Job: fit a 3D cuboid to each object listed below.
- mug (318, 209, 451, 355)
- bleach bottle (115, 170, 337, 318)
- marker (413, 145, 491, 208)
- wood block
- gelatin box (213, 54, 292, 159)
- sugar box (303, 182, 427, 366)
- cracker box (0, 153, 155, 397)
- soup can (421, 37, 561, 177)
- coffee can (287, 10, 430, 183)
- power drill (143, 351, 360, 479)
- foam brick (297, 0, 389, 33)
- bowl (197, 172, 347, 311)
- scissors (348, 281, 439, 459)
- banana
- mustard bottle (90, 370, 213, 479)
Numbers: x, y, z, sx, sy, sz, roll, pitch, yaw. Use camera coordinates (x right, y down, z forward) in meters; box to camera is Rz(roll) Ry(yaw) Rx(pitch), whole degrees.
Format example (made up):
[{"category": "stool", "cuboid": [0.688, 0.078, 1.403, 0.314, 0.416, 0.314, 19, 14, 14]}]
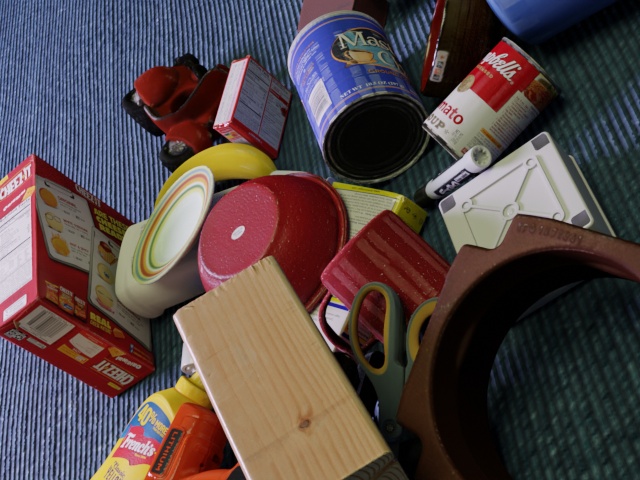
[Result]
[{"category": "mug", "cuboid": [0.047, 0.038, 0.851, 0.081, 0.093, 0.117, 44, 99, 7]}, {"category": "bleach bottle", "cuboid": [-0.089, -0.003, 1.059, 0.251, 0.068, 0.102, -19, 52, 30]}, {"category": "marker", "cuboid": [0.108, -0.051, 0.895, 0.121, 0.020, 0.020, -39, 30, 66]}, {"category": "wood block", "cuboid": [-0.020, 0.118, 0.749, 0.091, 0.090, 0.206, -31, 43, -2]}, {"category": "gelatin box", "cuboid": [-0.071, -0.139, 1.128, 0.030, 0.073, 0.089, -12, 55, 38]}, {"category": "sugar box", "cuboid": [0.017, 0.039, 0.940, 0.094, 0.048, 0.176, 13, 76, 47]}, {"category": "cracker box", "cuboid": [-0.259, 0.037, 1.112, 0.072, 0.164, 0.214, -34, 44, 18]}, {"category": "soup can", "cuboid": [0.145, -0.112, 0.909, 0.102, 0.068, 0.068, -46, 40, 9]}, {"category": "coffee can", "cuboid": [0.034, -0.136, 1.004, 0.103, 0.102, 0.140, -38, 42, 17]}, {"category": "power drill", "cuboid": [-0.059, 0.173, 0.861, 0.188, 0.057, 0.184, -9, 49, 52]}, {"category": "foam brick", "cuboid": [0.023, -0.236, 1.126, 0.078, 0.051, 0.053, -11, 56, 39]}, {"category": "bowl", "cuboid": [-0.056, 0.001, 0.950, 0.162, 0.055, 0.162, -20, 55, 31]}, {"category": "scissors", "cuboid": [0.070, 0.127, 0.786, 0.096, 0.016, 0.202, -11, 84, 16]}, {"category": "banana", "cuboid": [-0.117, -0.061, 1.128, 0.198, 0.037, 0.069, -14, 86, 39]}, {"category": "mustard bottle", "cuboid": [-0.151, 0.197, 0.975, 0.191, 0.058, 0.096, -56, 35, -5]}]
